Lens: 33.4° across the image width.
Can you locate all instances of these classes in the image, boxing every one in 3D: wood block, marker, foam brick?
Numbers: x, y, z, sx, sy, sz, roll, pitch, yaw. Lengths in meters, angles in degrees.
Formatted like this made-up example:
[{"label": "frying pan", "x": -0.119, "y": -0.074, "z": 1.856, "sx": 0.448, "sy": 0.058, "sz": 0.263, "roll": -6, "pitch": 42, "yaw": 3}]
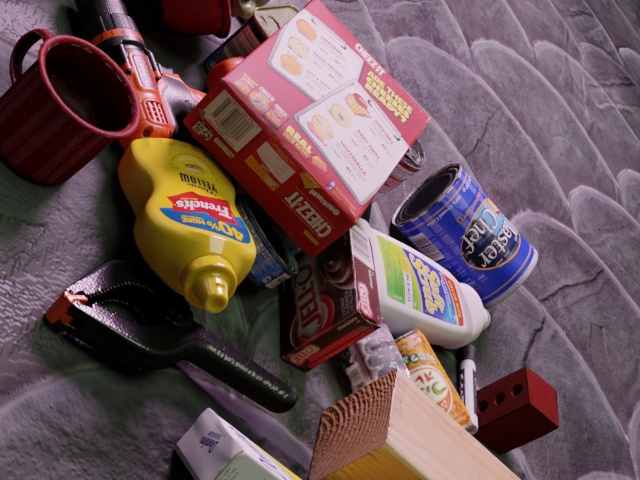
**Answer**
[{"label": "wood block", "x": 0.097, "y": 0.218, "z": 0.911, "sx": 0.206, "sy": 0.091, "sz": 0.090, "roll": 43, "pitch": 33, "yaw": -20}, {"label": "marker", "x": 0.156, "y": 0.154, "z": 1.132, "sx": 0.020, "sy": 0.020, "sz": 0.121, "roll": 40, "pitch": 33, "yaw": -23}, {"label": "foam brick", "x": 0.202, "y": 0.178, "z": 1.114, "sx": 0.051, "sy": 0.078, "sz": 0.053, "roll": 41, "pitch": 33, "yaw": -25}]

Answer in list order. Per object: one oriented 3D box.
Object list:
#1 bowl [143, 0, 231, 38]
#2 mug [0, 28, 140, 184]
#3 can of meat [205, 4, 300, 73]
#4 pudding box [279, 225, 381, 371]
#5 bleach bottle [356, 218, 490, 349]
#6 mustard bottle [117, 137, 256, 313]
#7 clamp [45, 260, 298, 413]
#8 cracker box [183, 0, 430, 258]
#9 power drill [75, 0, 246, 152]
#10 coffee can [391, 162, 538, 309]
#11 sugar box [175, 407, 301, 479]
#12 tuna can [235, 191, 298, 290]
[{"label": "bowl", "x": -0.147, "y": -0.263, "z": 1.039, "sx": 0.162, "sy": 0.055, "sz": 0.162, "roll": 57, "pitch": -16, "yaw": 26}, {"label": "mug", "x": -0.205, "y": -0.106, "z": 0.819, "sx": 0.093, "sy": 0.082, "sz": 0.117, "roll": -14, "pitch": 72, "yaw": -58}, {"label": "can of meat", "x": -0.062, "y": -0.197, "z": 1.113, "sx": 0.057, "sy": 0.084, "sz": 0.101, "roll": 56, "pitch": 30, "yaw": 3}, {"label": "pudding box", "x": 0.007, "y": 0.049, "z": 0.955, "sx": 0.039, "sy": 0.090, "sz": 0.113, "roll": 37, "pitch": 33, "yaw": -32}, {"label": "bleach bottle", "x": 0.098, "y": 0.054, "z": 1.105, "sx": 0.250, "sy": 0.068, "sz": 0.102, "roll": 19, "pitch": 56, "yaw": -48}, {"label": "mustard bottle", "x": -0.101, "y": -0.008, "z": 0.838, "sx": 0.096, "sy": 0.058, "sz": 0.192, "roll": 19, "pitch": 27, "yaw": -29}, {"label": "clamp", "x": -0.110, "y": 0.067, "z": 0.816, "sx": 0.209, "sy": 0.036, "sz": 0.165, "roll": 3, "pitch": 48, "yaw": -53}, {"label": "cracker box", "x": -0.006, "y": -0.107, "z": 0.964, "sx": 0.164, "sy": 0.072, "sz": 0.213, "roll": 46, "pitch": 37, "yaw": -8}, {"label": "power drill", "x": -0.136, "y": -0.150, "z": 0.991, "sx": 0.187, "sy": 0.057, "sz": 0.184, "roll": 6, "pitch": 57, "yaw": -50}, {"label": "coffee can", "x": 0.165, "y": -0.004, "z": 1.221, "sx": 0.140, "sy": 0.103, "sz": 0.102, "roll": 47, "pitch": 31, "yaw": -13}, {"label": "sugar box", "x": -0.019, "y": 0.197, "z": 0.771, "sx": 0.176, "sy": 0.048, "sz": 0.093, "roll": 45, "pitch": -8, "yaw": -21}, {"label": "tuna can", "x": -0.056, "y": 0.001, "z": 0.942, "sx": 0.086, "sy": 0.034, "sz": 0.086, "roll": 56, "pitch": 8, "yaw": -12}]
